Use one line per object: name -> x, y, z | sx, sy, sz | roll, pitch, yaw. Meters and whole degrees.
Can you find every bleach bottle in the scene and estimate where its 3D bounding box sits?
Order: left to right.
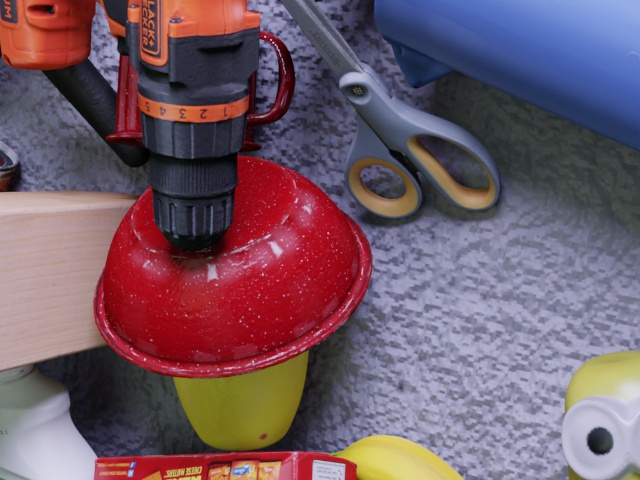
bleach bottle -> -0.166, 0.184, 0.687 | 0.103, 0.068, 0.251 | -5, 104, 27

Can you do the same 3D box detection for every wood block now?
wood block -> -0.181, 0.019, 0.631 | 0.090, 0.205, 0.091 | 6, 97, 25

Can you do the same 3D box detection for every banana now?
banana -> 0.079, 0.180, 0.616 | 0.198, 0.037, 0.070 | 47, 129, 16

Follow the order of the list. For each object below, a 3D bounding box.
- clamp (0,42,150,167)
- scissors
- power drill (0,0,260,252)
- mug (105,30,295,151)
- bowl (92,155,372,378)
clamp -> -0.183, -0.135, 0.660 | 0.165, 0.036, 0.210 | 21, 143, 17
scissors -> 0.013, -0.071, 0.570 | 0.201, 0.016, 0.096 | 36, 139, -25
power drill -> -0.101, -0.104, 0.547 | 0.188, 0.057, 0.184 | 27, 122, 42
mug -> -0.069, -0.097, 0.633 | 0.117, 0.093, 0.081 | 3, 91, 28
bowl -> -0.054, 0.001, 0.593 | 0.162, 0.162, 0.055 | 11, 133, 25
